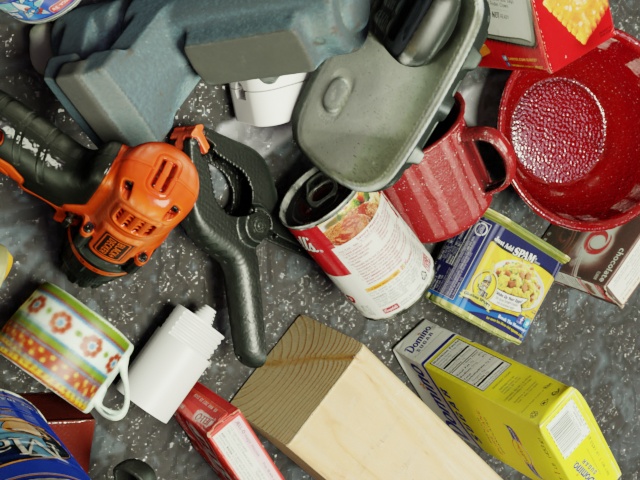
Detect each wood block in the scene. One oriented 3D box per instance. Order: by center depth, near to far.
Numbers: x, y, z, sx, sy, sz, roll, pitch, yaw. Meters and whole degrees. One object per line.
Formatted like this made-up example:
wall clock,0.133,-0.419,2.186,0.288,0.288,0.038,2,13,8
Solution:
wood block,0.043,0.159,0.807,0.090,0.091,0.206,-51,121,-12

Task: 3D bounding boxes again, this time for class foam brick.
foam brick,-0.191,0.131,0.682,0.078,0.051,0.053,4,100,-32

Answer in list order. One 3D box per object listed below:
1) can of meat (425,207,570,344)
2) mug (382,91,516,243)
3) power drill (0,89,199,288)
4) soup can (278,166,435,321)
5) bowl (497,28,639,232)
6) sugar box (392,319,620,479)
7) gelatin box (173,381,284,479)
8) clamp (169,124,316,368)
can of meat,0.138,0.028,0.854,0.102,0.058,0.084,28,89,-32
mug,0.086,-0.054,0.772,0.081,0.117,0.093,60,39,-32
power drill,-0.173,-0.041,0.606,0.187,0.185,0.057,28,62,-16
soup can,0.027,-0.001,0.742,0.068,0.069,0.102,-48,122,-13
bowl,0.203,-0.088,0.852,0.162,0.055,0.162,-1,93,-17
sugar box,0.134,0.127,0.804,0.048,0.176,0.093,-41,119,-19
gelatin box,-0.065,0.146,0.749,0.030,0.073,0.089,-39,119,-18
clamp,-0.055,0.001,0.734,0.171,0.039,0.120,50,53,-27
